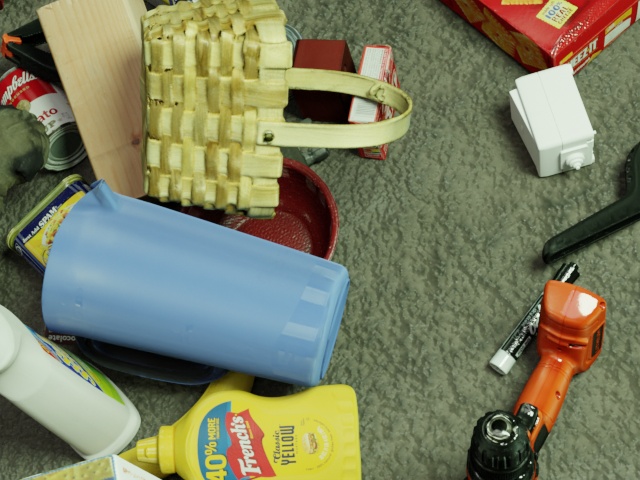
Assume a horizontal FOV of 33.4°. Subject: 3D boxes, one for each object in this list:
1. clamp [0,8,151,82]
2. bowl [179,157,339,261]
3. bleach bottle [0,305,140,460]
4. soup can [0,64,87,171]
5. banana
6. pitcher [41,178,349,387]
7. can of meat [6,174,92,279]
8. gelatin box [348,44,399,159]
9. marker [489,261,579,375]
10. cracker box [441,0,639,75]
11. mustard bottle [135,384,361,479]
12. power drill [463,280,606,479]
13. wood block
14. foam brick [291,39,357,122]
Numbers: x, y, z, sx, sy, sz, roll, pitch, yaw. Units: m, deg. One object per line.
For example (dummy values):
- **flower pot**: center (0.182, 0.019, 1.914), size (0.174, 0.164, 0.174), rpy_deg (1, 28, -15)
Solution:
- **clamp**: center (-0.247, -0.194, 1.133), size (0.171, 0.039, 0.120), rpy_deg (-10, 60, -23)
- **bowl**: center (-0.057, 0.001, 1.023), size (0.162, 0.055, 0.162), rpy_deg (-5, 66, 11)
- **bleach bottle**: center (-0.242, 0.115, 0.906), size (0.068, 0.250, 0.103), rpy_deg (-44, 65, -8)
- **soup can**: center (-0.292, -0.130, 1.129), size (0.068, 0.068, 0.102), rpy_deg (-38, 64, -6)
- **banana**: center (-0.120, 0.163, 0.978), size (0.070, 0.037, 0.197), rpy_deg (34, 78, 29)
- **pitcher**: center (-0.105, 0.052, 0.918), size (0.243, 0.149, 0.145), rpy_deg (15, 77, 6)
- **can of meat**: center (-0.246, -0.001, 1.068), size (0.084, 0.057, 0.102), rpy_deg (41, 81, 23)
- **gelatin box**: center (0.055, -0.136, 1.048), size (0.030, 0.073, 0.089), rpy_deg (7, 67, 14)
- **marker**: center (0.194, 0.068, 0.956), size (0.020, 0.020, 0.121), rpy_deg (34, 77, 24)
- **cracker box**: center (0.218, -0.277, 1.073), size (0.164, 0.072, 0.214), rpy_deg (-40, 63, -7)
- **mustard bottle**: center (-0.063, 0.177, 0.922), size (0.191, 0.058, 0.096), rpy_deg (-3, 83, -1)
- **power drill**: center (0.170, 0.127, 0.855), size (0.057, 0.184, 0.187), rpy_deg (22, 64, 20)
- **wood block**: center (-0.194, -0.139, 1.055), size (0.091, 0.090, 0.206), rpy_deg (-20, 87, 5)
- **foam brick**: center (0.004, -0.159, 1.068), size (0.051, 0.078, 0.053), rpy_deg (4, 70, 14)
